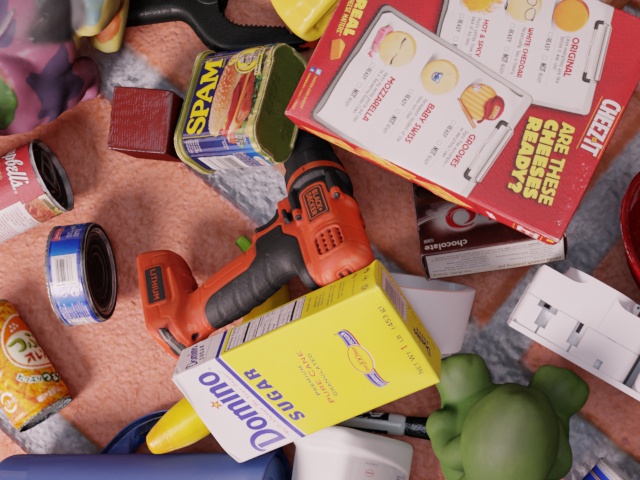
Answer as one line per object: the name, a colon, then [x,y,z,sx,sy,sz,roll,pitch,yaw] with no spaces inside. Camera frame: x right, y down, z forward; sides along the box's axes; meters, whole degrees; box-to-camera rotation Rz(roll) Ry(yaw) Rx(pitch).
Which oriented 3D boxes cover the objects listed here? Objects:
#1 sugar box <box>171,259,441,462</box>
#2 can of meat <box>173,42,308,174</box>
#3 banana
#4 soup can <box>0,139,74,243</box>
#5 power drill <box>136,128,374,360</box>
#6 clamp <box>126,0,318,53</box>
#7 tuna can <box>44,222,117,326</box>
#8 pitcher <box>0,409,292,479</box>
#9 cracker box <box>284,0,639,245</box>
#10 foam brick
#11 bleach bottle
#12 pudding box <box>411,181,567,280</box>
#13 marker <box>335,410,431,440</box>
sugar box: [-0.011,0.092,0.780,0.176,0.048,0.093,-27,111,17]
can of meat: [-0.062,-0.107,0.866,0.084,0.057,0.102,-1,67,37]
banana: [-0.071,0.091,0.869,0.070,0.037,0.197,14,63,20]
soup can: [-0.273,-0.035,0.915,0.102,0.068,0.068,-24,84,7]
power drill: [-0.056,0.001,0.849,0.188,0.057,0.184,-31,39,12]
clamp: [-0.092,-0.226,0.912,0.210,0.036,0.164,21,89,11]
tuna can: [-0.199,0.028,0.892,0.034,0.086,0.086,-7,86,7]
pitcher: [-0.144,0.222,0.861,0.243,0.149,0.145,0,102,12]
cracker box: [0.107,-0.114,0.766,0.214,0.072,0.164,26,91,9]
foam brick: [-0.140,-0.095,0.893,0.051,0.078,0.053,7,88,8]
bleach bottle: [0.007,0.272,0.817,0.068,0.102,0.251,-3,71,46]
pudding box: [0.132,-0.020,0.843,0.113,0.039,0.090,-11,46,10]
marker: [0.038,0.149,0.881,0.121,0.020,0.020,6,88,9]
